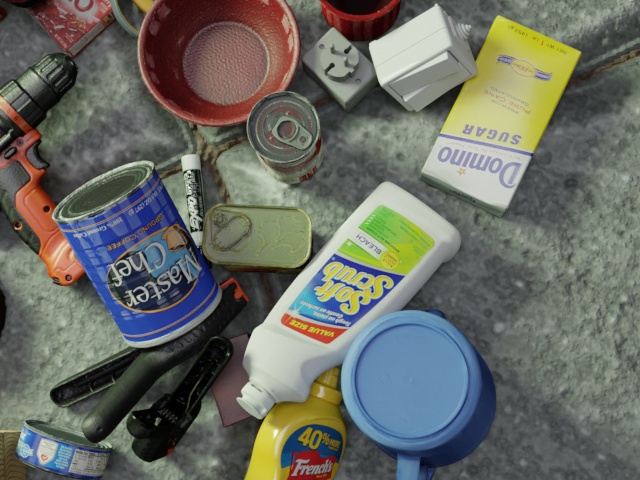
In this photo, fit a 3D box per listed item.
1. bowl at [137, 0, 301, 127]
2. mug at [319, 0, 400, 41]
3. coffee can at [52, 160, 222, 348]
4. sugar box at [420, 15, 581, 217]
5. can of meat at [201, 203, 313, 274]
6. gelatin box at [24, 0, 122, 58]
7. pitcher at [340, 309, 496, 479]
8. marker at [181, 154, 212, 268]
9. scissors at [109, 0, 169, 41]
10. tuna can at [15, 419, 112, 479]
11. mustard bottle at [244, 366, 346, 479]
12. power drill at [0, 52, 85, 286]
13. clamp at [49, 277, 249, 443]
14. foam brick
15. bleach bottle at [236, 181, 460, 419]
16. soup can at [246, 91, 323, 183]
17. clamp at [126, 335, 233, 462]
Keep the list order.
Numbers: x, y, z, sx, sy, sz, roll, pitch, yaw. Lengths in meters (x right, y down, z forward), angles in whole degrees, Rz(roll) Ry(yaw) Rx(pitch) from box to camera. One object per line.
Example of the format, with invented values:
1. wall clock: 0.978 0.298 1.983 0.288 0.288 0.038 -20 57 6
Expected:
1. bowl: -0.099 -0.186 1.069 0.162 0.055 0.162 0 81 3
2. mug: 0.050 -0.253 1.058 0.117 0.081 0.093 -24 81 -1
3. coffee can: -0.166 0.013 0.979 0.103 0.103 0.140 -26 113 -1
4. sugar box: 0.176 -0.121 1.050 0.093 0.048 0.176 25 82 7
5. can of meat: -0.057 0.001 1.025 0.102 0.084 0.057 3 82 3
6. gelatin box: -0.261 -0.245 1.100 0.073 0.030 0.089 -43 82 -4
7. pitcher: 0.084 0.139 0.916 0.145 0.242 0.149 -37 75 0
8. marker: -0.123 -0.025 1.065 0.020 0.020 0.121 -8 81 2
9. scissors: -0.209 -0.290 1.067 0.096 0.016 0.201 -45 112 -19
10. tuna can: -0.242 0.198 1.005 0.086 0.086 0.034 17 84 5
11. mustard bottle: -0.023 0.205 0.990 0.058 0.096 0.191 12 78 47
12. power drill: -0.262 -0.064 1.035 0.184 0.057 0.187 -43 98 -4
13. clamp: -0.154 0.109 0.994 0.210 0.165 0.036 -35 108 -11
14. foam brick: -0.079 0.133 1.023 0.053 0.051 0.078 -20 81 -1
15. bleach bottle: 0.019 0.065 0.988 0.102 0.068 0.250 37 69 9
16. soup can: -0.032 -0.097 1.029 0.068 0.102 0.068 0 81 3
17. clamp: -0.141 0.162 0.963 0.039 0.172 0.120 44 49 15
